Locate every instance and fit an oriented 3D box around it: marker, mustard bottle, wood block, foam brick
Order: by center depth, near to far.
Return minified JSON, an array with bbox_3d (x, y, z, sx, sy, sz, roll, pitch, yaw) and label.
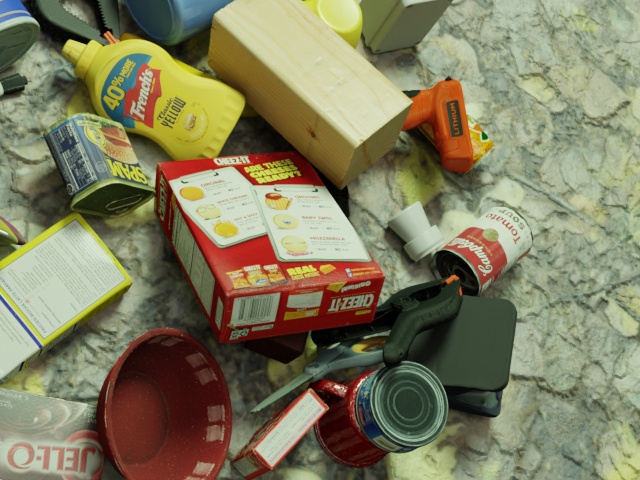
[{"bbox_3d":[-0.354,-0.146,1.078,0.120,0.020,0.020,-23,80,-28],"label":"marker"},{"bbox_3d":[-0.039,0.079,1.101,0.051,0.053,0.078,23,62,-13],"label":"foam brick"},{"bbox_3d":[-0.181,-0.154,1.116,0.191,0.058,0.096,29,104,-8],"label":"mustard bottle"},{"bbox_3d":[-0.015,-0.166,1.121,0.206,0.091,0.090,44,64,12],"label":"wood block"}]

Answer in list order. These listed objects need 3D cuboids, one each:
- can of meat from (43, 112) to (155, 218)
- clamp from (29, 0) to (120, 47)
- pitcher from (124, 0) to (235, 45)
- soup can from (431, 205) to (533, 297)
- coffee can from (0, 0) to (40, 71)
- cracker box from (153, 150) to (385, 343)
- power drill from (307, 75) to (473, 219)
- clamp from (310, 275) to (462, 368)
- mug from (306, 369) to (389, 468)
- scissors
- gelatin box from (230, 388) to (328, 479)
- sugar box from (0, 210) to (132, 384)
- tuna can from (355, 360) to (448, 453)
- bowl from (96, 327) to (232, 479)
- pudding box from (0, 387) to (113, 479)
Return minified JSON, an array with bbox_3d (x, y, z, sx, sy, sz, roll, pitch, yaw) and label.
[{"bbox_3d":[-0.220,-0.075,1.062,0.057,0.102,0.084,-30,76,16],"label":"can of meat"},{"bbox_3d":[-0.279,-0.289,1.154,0.210,0.036,0.164,45,61,4],"label":"clamp"},{"bbox_3d":[-0.107,-0.316,1.184,0.242,0.149,0.145,-36,99,-30],"label":"pitcher"},{"bbox_3d":[0.185,0.013,1.208,0.102,0.069,0.068,-36,86,-30],"label":"soup can"},{"bbox_3d":[-0.362,-0.240,1.061,0.102,0.103,0.140,-35,87,-29],"label":"coffee can"},{"bbox_3d":[-0.057,0.001,1.061,0.164,0.072,0.214,-7,40,-25],"label":"cracker box"},{"bbox_3d":[0.071,-0.105,1.186,0.187,0.057,0.184,-5,77,-4],"label":"power drill"},{"bbox_3d":[0.088,0.081,1.078,0.171,0.120,0.039,-23,118,-26],"label":"clamp"},{"bbox_3d":[0.040,0.172,1.080,0.117,0.082,0.093,32,62,-8],"label":"mug"},{"bbox_3d":[0.014,0.127,1.052,0.201,0.096,0.016,-42,128,-62],"label":"scissors"},{"bbox_3d":[-0.041,0.190,1.045,0.030,0.073,0.089,46,61,-1],"label":"gelatin box"},{"bbox_3d":[-0.276,0.059,1.016,0.176,0.048,0.093,-38,85,-26],"label":"sugar box"},{"bbox_3d":[0.080,0.161,1.032,0.086,0.034,0.086,8,68,-20],"label":"tuna can"},{"bbox_3d":[-0.155,0.165,0.997,0.161,0.055,0.162,19,66,-49],"label":"bowl"},{"bbox_3d":[-0.254,0.191,0.977,0.113,0.039,0.090,14,66,-17],"label":"pudding box"}]
